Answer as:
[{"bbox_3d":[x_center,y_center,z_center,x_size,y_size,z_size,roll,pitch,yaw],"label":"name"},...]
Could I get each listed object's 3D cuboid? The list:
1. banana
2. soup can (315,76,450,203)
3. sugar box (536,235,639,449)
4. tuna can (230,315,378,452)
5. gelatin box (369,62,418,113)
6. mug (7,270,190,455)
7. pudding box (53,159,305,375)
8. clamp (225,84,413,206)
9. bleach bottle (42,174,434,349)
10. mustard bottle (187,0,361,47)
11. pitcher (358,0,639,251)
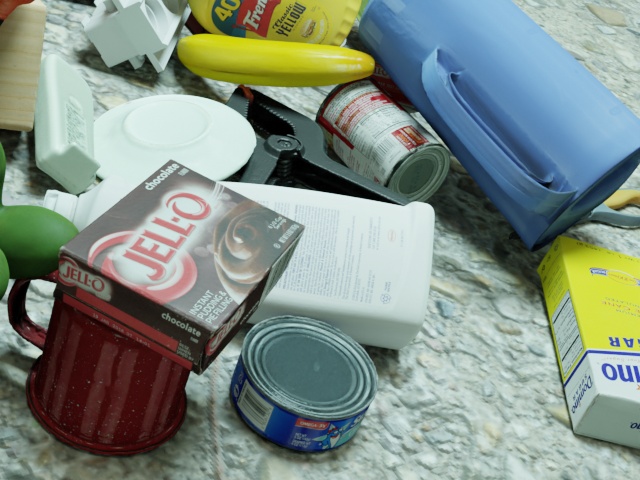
[{"bbox_3d":[-0.053,-0.154,0.898,0.198,0.037,0.069,13,32,31],"label":"banana"},{"bbox_3d":[0.051,-0.081,0.881,0.068,0.069,0.102,-10,45,-37],"label":"soup can"},{"bbox_3d":[0.219,0.073,0.778,0.093,0.048,0.176,15,33,-10],"label":"sugar box"},{"bbox_3d":[-0.011,0.087,0.647,0.086,0.034,0.086,14,34,-10],"label":"tuna can"},{"bbox_3d":[0.060,-0.140,0.967,0.073,0.030,0.089,15,3,-9],"label":"gelatin box"},{"bbox_3d":[-0.121,0.052,0.593,0.117,0.082,0.093,27,34,9],"label":"mug"},{"bbox_3d":[-0.072,0.011,0.566,0.090,0.039,0.113,27,34,9],"label":"pudding box"},{"bbox_3d":[-0.037,-0.057,0.830,0.164,0.036,0.210,-10,41,-29],"label":"clamp"},{"bbox_3d":[-0.055,0.001,0.700,0.250,0.068,0.102,12,64,-10],"label":"bleach bottle"},{"bbox_3d":[-0.060,-0.220,0.944,0.191,0.096,0.058,20,28,-38],"label":"mustard bottle"},{"bbox_3d":[0.138,-0.118,0.853,0.145,0.149,0.243,-38,76,-11],"label":"pitcher"}]
